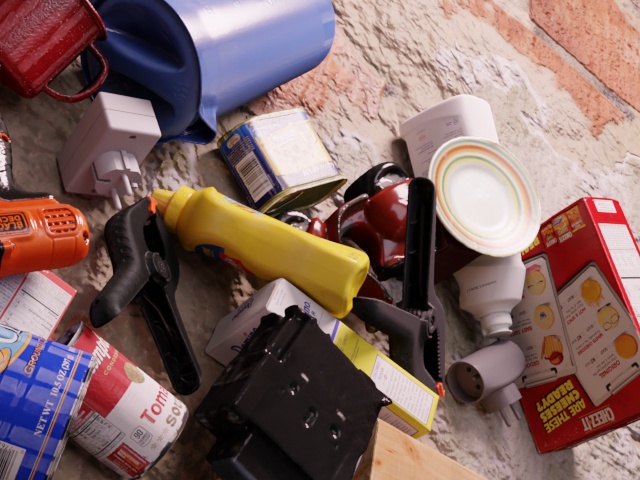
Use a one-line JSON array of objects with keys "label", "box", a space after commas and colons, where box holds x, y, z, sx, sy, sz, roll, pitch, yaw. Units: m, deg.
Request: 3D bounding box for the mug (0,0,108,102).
[{"label": "mug", "box": [-0.223, -0.159, 0.849, 0.117, 0.093, 0.081, 45, 76, -13]}]

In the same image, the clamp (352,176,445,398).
[{"label": "clamp", "box": [0.084, 0.060, 0.943, 0.210, 0.036, 0.164, 69, 36, -45]}]

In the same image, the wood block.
[{"label": "wood block", "box": [0.093, 0.241, 0.881, 0.206, 0.091, 0.090, 32, 47, -23]}]

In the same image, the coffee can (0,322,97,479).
[{"label": "coffee can", "box": [-0.222, 0.096, 0.660, 0.140, 0.103, 0.102, 22, 49, -10]}]

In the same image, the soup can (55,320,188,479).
[{"label": "soup can", "box": [-0.154, 0.115, 0.760, 0.102, 0.069, 0.068, 42, 44, -14]}]

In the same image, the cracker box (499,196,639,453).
[{"label": "cracker box", "box": [0.263, 0.086, 1.080, 0.071, 0.164, 0.214, 0, 64, -39]}]

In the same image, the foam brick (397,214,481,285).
[{"label": "foam brick", "box": [0.114, 0.004, 1.065, 0.051, 0.078, 0.053, 10, 58, -36]}]

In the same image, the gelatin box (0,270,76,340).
[{"label": "gelatin box", "box": [-0.227, 0.051, 0.765, 0.073, 0.030, 0.089, 38, 43, -18]}]

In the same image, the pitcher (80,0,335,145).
[{"label": "pitcher", "box": [-0.097, -0.189, 0.971, 0.242, 0.145, 0.149, -32, 126, -51]}]

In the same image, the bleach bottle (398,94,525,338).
[{"label": "bleach bottle", "box": [0.153, -0.020, 1.114, 0.067, 0.103, 0.251, 10, 64, -45]}]

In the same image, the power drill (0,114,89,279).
[{"label": "power drill", "box": [-0.273, -0.049, 0.748, 0.184, 0.057, 0.188, -6, 60, -38]}]

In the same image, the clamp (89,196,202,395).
[{"label": "clamp", "box": [-0.141, 0.028, 0.822, 0.120, 0.039, 0.171, 53, 15, -53]}]

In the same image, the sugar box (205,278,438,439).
[{"label": "sugar box", "box": [0.002, 0.110, 0.884, 0.176, 0.094, 0.048, 40, 43, -15]}]

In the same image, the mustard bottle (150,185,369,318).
[{"label": "mustard bottle", "box": [-0.056, 0.002, 0.893, 0.192, 0.096, 0.058, 24, 86, 8]}]

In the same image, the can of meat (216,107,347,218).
[{"label": "can of meat", "box": [-0.037, -0.072, 0.996, 0.101, 0.058, 0.084, -19, 75, -47]}]
